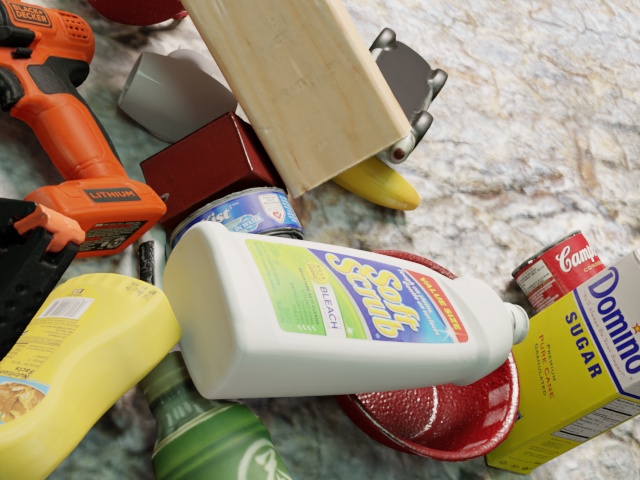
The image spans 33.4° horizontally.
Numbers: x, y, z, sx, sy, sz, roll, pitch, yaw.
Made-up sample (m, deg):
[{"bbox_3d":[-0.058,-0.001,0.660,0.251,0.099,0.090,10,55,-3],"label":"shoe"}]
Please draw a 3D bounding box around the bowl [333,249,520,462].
[{"bbox_3d":[0.059,0.088,0.744,0.162,0.055,0.162,18,49,-23],"label":"bowl"}]

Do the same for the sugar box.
[{"bbox_3d":[0.180,0.087,0.743,0.048,0.176,0.093,16,51,-26],"label":"sugar box"}]

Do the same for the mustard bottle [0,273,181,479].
[{"bbox_3d":[-0.162,0.091,0.560,0.191,0.096,0.058,-48,128,-45],"label":"mustard bottle"}]

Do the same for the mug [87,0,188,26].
[{"bbox_3d":[-0.135,-0.214,0.822,0.117,0.093,0.081,46,33,-55],"label":"mug"}]

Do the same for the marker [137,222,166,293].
[{"bbox_3d":[-0.107,0.042,0.688,0.020,0.020,0.121,13,52,-28],"label":"marker"}]

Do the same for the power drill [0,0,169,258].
[{"bbox_3d":[-0.188,-0.079,0.669,0.184,0.057,0.188,-5,63,-56],"label":"power drill"}]

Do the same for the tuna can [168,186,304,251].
[{"bbox_3d":[-0.055,0.001,0.709,0.085,0.086,0.034,-10,67,-40],"label":"tuna can"}]

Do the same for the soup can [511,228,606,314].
[{"bbox_3d":[0.212,0.051,0.872,0.068,0.069,0.102,-19,71,-42],"label":"soup can"}]

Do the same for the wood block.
[{"bbox_3d":[-0.027,-0.143,0.733,0.206,0.090,0.090,61,10,-5],"label":"wood block"}]

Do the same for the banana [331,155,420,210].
[{"bbox_3d":[0.000,-0.092,0.851,0.198,0.037,0.069,49,45,6],"label":"banana"}]

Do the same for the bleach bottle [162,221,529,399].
[{"bbox_3d":[0.032,0.046,0.673,0.250,0.068,0.102,3,51,-36],"label":"bleach bottle"}]

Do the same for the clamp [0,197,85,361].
[{"bbox_3d":[-0.202,0.047,0.510,0.036,0.210,0.164,30,42,-60],"label":"clamp"}]

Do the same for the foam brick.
[{"bbox_3d":[-0.072,-0.042,0.723,0.053,0.078,0.051,34,33,-61],"label":"foam brick"}]
